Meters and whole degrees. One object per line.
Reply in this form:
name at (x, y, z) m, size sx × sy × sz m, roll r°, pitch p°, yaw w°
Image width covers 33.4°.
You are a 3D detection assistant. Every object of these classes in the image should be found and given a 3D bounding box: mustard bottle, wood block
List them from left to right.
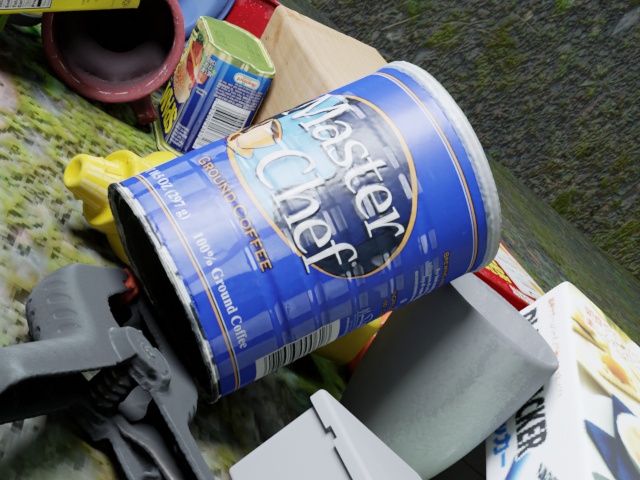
mustard bottle at (-0.054, 0.001, 0.565) m, size 0.191 × 0.058 × 0.096 m, roll 29°, pitch 17°, yaw -42°
wood block at (0.008, -0.079, 0.738) m, size 0.090 × 0.090 × 0.206 m, roll 20°, pitch 21°, yaw -22°

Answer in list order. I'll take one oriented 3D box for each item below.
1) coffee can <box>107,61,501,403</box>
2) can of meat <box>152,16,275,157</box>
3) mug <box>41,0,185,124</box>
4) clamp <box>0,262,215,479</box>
coffee can at (-0.008, -0.005, 0.468) m, size 0.103 × 0.140 × 0.103 m, roll 56°, pitch -18°, yaw 29°
can of meat at (-0.076, -0.105, 0.760) m, size 0.057 × 0.084 × 0.102 m, roll 21°, pitch 21°, yaw -22°
mug at (-0.136, -0.137, 0.736) m, size 0.081 × 0.093 × 0.117 m, roll -114°, pitch -176°, yaw -70°
clamp at (-0.079, 0.048, 0.377) m, size 0.120 × 0.039 × 0.172 m, roll 52°, pitch 0°, yaw -32°
